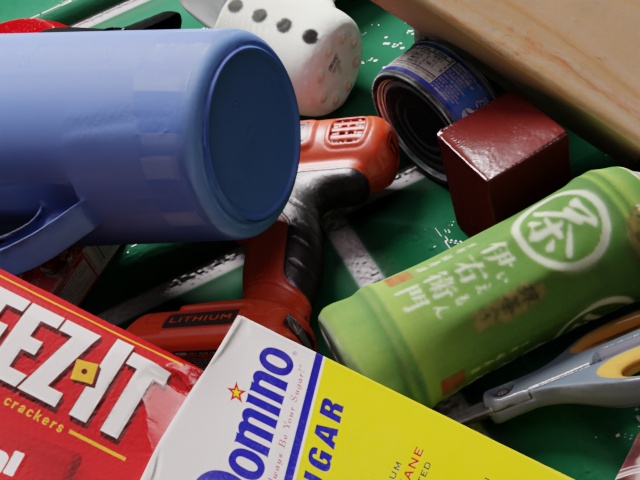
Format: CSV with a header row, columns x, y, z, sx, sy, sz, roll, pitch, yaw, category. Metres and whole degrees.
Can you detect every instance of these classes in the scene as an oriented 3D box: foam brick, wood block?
x,y,z,sx,sy,sz,roll,pitch,yaw,category
0.104,-0.032,0.588,0.053,0.078,0.051,-29,47,-9,foam brick
0.115,-0.137,0.594,0.206,0.090,0.090,35,95,7,wood block

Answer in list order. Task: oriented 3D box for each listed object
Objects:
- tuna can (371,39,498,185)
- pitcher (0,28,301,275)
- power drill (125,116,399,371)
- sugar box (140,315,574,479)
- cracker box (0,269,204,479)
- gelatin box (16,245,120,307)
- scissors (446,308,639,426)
x,y,z,sx,sy,sz,roll,pitch,yaw,category
0.070,-0.074,0.635,0.033,0.086,0.086,-39,48,-16,tuna can
-0.141,-0.048,0.593,0.243,0.144,0.149,1,91,30,pitcher
-0.054,0.001,0.627,0.185,0.057,0.187,-5,48,22,power drill
0.019,0.112,0.458,0.176,0.048,0.093,26,57,6,sugar box
-0.170,0.114,0.465,0.164,0.072,0.213,26,49,4,cracker box
-0.178,0.014,0.676,0.073,0.030,0.089,9,51,27,gelatin box
0.101,0.078,0.502,0.201,0.016,0.096,-26,10,-7,scissors
